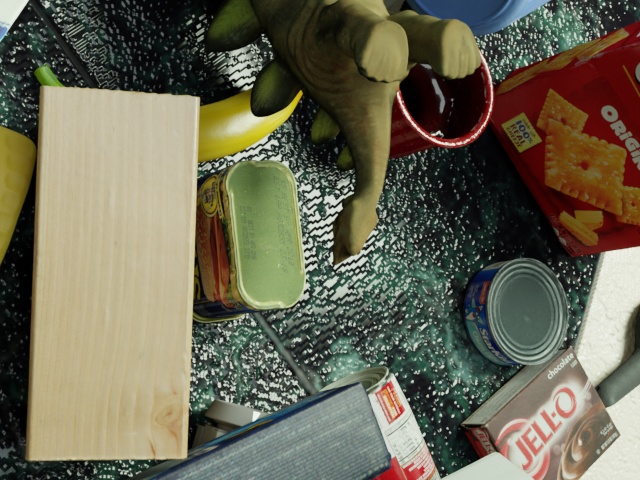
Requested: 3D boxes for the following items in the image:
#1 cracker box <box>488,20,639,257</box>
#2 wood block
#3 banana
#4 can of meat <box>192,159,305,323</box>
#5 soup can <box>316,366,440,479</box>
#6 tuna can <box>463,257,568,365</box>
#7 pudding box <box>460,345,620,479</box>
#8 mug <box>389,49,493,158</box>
[{"bbox_3d":[0.246,-0.079,0.828,0.072,0.214,0.164,-40,104,-30],"label":"cracker box"},{"bbox_3d":[-0.124,0.019,0.634,0.090,0.090,0.206,2,89,-13],"label":"wood block"},{"bbox_3d":[-0.092,-0.085,0.726,0.197,0.037,0.069,-3,85,-32],"label":"banana"},{"bbox_3d":[-0.055,0.001,0.709,0.057,0.084,0.102,-4,85,-32],"label":"can of meat"},{"bbox_3d":[0.040,0.149,0.754,0.068,0.069,0.102,-29,98,-32],"label":"soup can"},{"bbox_3d":[0.157,0.058,0.860,0.086,0.034,0.086,5,80,-31],"label":"tuna can"},{"bbox_3d":[0.177,0.152,0.855,0.113,0.039,0.090,-36,102,-30],"label":"pudding box"},{"bbox_3d":[0.071,-0.119,0.805,0.093,0.082,0.117,18,74,-28],"label":"mug"}]
